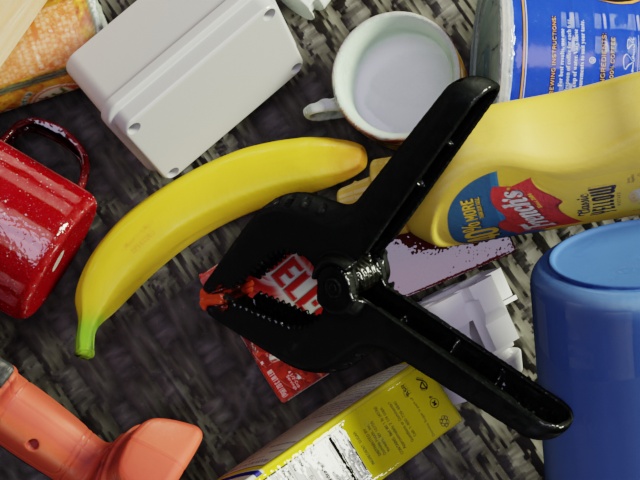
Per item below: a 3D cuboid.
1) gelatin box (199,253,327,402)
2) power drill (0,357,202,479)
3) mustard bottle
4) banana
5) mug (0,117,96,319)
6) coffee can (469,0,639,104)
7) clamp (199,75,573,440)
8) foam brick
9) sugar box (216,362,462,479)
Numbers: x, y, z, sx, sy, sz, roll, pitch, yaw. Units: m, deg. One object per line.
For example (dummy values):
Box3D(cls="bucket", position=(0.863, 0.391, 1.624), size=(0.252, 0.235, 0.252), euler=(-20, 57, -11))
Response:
Box3D(cls="gelatin box", position=(-0.016, 0.037, 0.621), size=(0.073, 0.030, 0.089), euler=(-34, 87, -3))
Box3D(cls="power drill", position=(-0.156, 0.076, 0.555), size=(0.187, 0.185, 0.057), euler=(36, 57, -3))
Box3D(cls="mustard bottle", position=(0.102, -0.035, 0.536), size=(0.192, 0.096, 0.058), euler=(-10, 67, 12))
Box3D(cls="banana", position=(-0.067, -0.010, 0.614), size=(0.197, 0.037, 0.070), euler=(-36, 63, -5))
Box3D(cls="mug", position=(-0.174, -0.018, 0.600), size=(0.081, 0.093, 0.117), euler=(30, 60, -3))
Box3D(cls="coffee can", position=(0.160, -0.095, 0.595), size=(0.140, 0.103, 0.103), euler=(2, 86, -1))
Box3D(cls="clamp", position=(0.019, 0.009, 0.525), size=(0.210, 0.036, 0.164), euler=(0, 103, 40))
Box3D(cls="foam brick", position=(0.064, -0.001, 0.613), size=(0.078, 0.053, 0.051), euler=(-22, 86, -3))
Box3D(cls="sugar box", position=(-0.019, 0.128, 0.550), size=(0.176, 0.093, 0.048), euler=(-33, 88, -29))
